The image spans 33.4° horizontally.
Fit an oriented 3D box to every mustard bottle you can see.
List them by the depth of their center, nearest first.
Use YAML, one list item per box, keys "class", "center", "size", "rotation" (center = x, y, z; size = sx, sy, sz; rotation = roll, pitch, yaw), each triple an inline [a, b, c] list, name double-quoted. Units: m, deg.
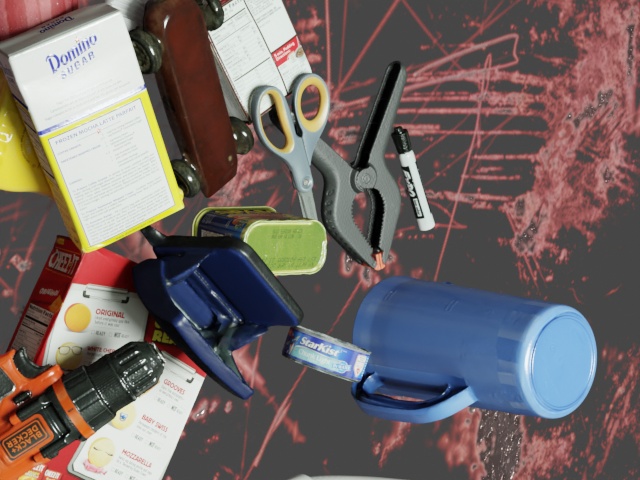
- class: "mustard bottle"
  center: [-0.196, -0.066, 0.893]
  size: [0.191, 0.058, 0.096]
  rotation: [23, 85, -39]

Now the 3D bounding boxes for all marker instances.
- class: "marker"
  center: [0.100, -0.067, 1.153]
  size: [0.020, 0.020, 0.121]
  rotation: [-33, 117, -30]

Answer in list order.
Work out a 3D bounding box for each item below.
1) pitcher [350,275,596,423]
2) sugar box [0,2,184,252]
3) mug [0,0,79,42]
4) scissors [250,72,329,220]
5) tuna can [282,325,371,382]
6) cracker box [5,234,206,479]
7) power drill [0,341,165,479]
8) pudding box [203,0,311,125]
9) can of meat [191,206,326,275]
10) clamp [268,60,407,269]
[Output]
- class: "pitcher"
  center: [0.148, 0.116, 1.081]
  size: [0.144, 0.243, 0.149]
  rotation: [8, 87, -36]
- class: "sugar box"
  center: [-0.176, -0.085, 0.826]
  size: [0.093, 0.048, 0.176]
  rotation: [-28, 124, -21]
- class: "mug"
  center: [-0.241, -0.187, 0.823]
  size: [0.117, 0.093, 0.081]
  rotation: [-5, 109, -6]
- class: "scissors"
  center: [-0.007, -0.075, 1.031]
  size: [0.096, 0.016, 0.201]
  rotation: [-44, 130, -21]
- class: "tuna can"
  center: [0.005, 0.113, 1.070]
  size: [0.086, 0.086, 0.034]
  rotation: [22, 86, -39]
- class: "cracker box"
  center: [-0.192, 0.123, 0.925]
  size: [0.164, 0.072, 0.213]
  rotation: [28, 80, -39]
- class: "power drill"
  center: [-0.237, 0.079, 0.819]
  size: [0.184, 0.057, 0.187]
  rotation: [-33, 89, -8]
- class: "pudding box"
  center: [-0.066, -0.177, 0.989]
  size: [0.090, 0.039, 0.113]
  rotation: [-39, 119, -25]
- class: "can of meat"
  center: [-0.057, 0.001, 1.000]
  size: [0.101, 0.084, 0.057]
  rotation: [-2, 100, -38]
- class: "clamp"
  center: [0.027, -0.067, 1.084]
  size: [0.164, 0.036, 0.210]
  rotation: [-15, 108, -30]
